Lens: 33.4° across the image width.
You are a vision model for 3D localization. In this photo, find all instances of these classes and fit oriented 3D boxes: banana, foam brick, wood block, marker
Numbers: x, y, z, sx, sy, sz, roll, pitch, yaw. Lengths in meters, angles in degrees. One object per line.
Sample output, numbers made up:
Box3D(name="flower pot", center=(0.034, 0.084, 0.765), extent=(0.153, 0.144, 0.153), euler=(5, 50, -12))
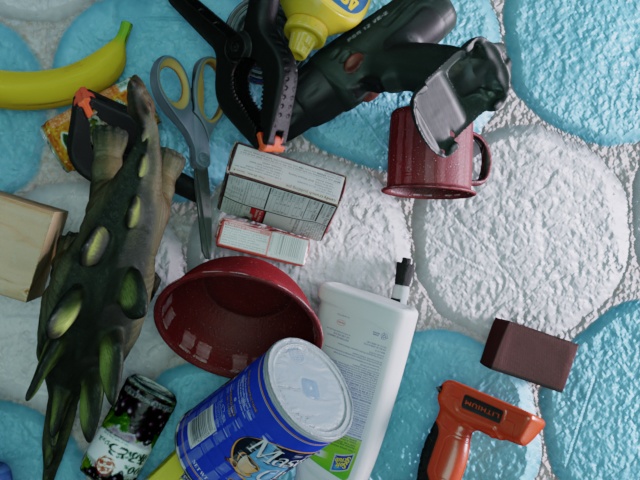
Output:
Box3D(name="banana", center=(-0.273, -0.159, 1.037), extent=(0.197, 0.037, 0.069), euler=(-13, 68, -6))
Box3D(name="foam brick", center=(0.207, 0.113, 1.066), extent=(0.078, 0.053, 0.051), euler=(19, 89, -5))
Box3D(name="wood block", center=(-0.355, -0.016, 1.002), extent=(0.206, 0.091, 0.090), euler=(17, 90, -5))
Box3D(name="marker", center=(0.076, 0.077, 1.071), extent=(0.020, 0.020, 0.121), euler=(11, 89, -5))

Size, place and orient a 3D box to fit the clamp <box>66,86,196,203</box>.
Box3D(name="clamp", center=(-0.194, -0.063, 1.010), extent=(0.120, 0.039, 0.171), euler=(-39, 124, -4))

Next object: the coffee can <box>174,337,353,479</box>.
Box3D(name="coffee can", center=(-0.053, 0.169, 0.990), extent=(0.103, 0.102, 0.141), euler=(48, 122, -3))

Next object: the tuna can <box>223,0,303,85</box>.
Box3D(name="tuna can", center=(-0.053, -0.198, 1.053), extent=(0.086, 0.034, 0.086), euler=(0, 90, -5))

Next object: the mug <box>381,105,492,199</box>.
Box3D(name="mug", center=(0.118, -0.085, 1.044), extent=(0.117, 0.093, 0.081), euler=(5, 85, -23))

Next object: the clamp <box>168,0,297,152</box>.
Box3D(name="clamp", center=(-0.062, -0.186, 0.984), extent=(0.165, 0.036, 0.210), euler=(-30, 72, 39))

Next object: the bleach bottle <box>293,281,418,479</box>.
Box3D(name="bleach bottle", center=(0.014, 0.174, 1.044), extent=(0.103, 0.068, 0.251), euler=(18, 95, 19))

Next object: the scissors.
Box3D(name="scissors", center=(-0.129, -0.090, 1.013), extent=(0.096, 0.016, 0.201), euler=(23, 64, -38))

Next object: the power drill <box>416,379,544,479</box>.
Box3D(name="power drill", center=(0.144, 0.242, 1.025), extent=(0.185, 0.057, 0.187), euler=(22, 83, 29))

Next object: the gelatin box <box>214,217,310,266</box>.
Box3D(name="gelatin box", center=(-0.057, 0.001, 1.034), extent=(0.089, 0.073, 0.030), euler=(14, 88, -4))

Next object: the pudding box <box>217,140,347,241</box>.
Box3D(name="pudding box", center=(-0.038, -0.045, 1.024), extent=(0.113, 0.090, 0.039), euler=(16, 65, -5))

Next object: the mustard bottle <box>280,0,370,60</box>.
Box3D(name="mustard bottle", center=(0.009, -0.254, 1.014), extent=(0.096, 0.058, 0.191), euler=(33, 68, -31))

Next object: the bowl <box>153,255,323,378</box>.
Box3D(name="bowl", center=(-0.074, 0.065, 1.013), extent=(0.162, 0.162, 0.055), euler=(16, 47, -4))
